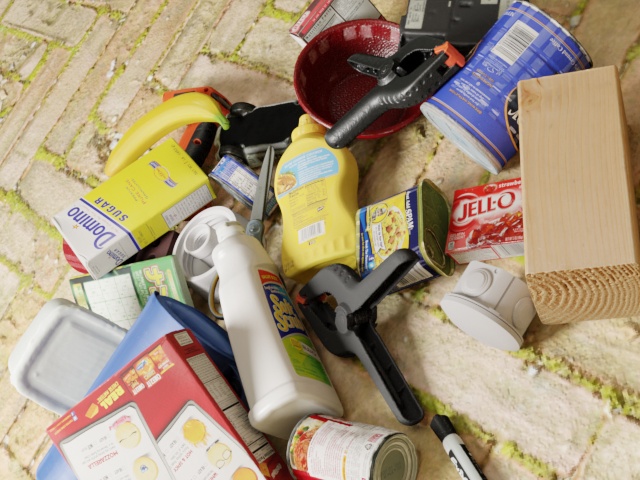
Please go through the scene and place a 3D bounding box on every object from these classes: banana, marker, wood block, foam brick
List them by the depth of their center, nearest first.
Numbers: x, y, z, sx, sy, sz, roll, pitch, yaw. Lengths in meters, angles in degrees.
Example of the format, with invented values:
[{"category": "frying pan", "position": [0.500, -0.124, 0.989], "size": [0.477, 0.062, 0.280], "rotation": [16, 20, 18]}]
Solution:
[{"category": "marker", "position": [0.126, 0.195, 0.921], "size": [0.020, 0.020, 0.121], "rotation": [-42, 42, 10]}, {"category": "wood block", "position": [0.227, -0.040, 0.933], "size": [0.091, 0.090, 0.206], "rotation": [-8, 55, 18]}, {"category": "foam brick", "position": [-0.188, 0.033, 1.289], "size": [0.053, 0.051, 0.078], "rotation": [-7, 58, 38]}, {"category": "banana", "position": [-0.198, -0.141, 1.346], "size": [0.198, 0.037, 0.069], "rotation": [-21, 50, 28]}]

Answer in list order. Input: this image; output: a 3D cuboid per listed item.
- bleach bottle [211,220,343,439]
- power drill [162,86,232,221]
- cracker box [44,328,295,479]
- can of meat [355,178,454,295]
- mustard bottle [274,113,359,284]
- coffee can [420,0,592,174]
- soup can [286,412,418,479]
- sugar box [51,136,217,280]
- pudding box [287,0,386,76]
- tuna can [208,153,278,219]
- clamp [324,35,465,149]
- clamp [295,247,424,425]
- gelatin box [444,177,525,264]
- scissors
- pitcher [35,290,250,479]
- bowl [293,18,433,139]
[{"category": "bleach bottle", "position": [-0.061, 0.078, 1.082], "size": [0.068, 0.102, 0.251], "rotation": [-37, 53, 17]}, {"category": "power drill", "position": [-0.197, -0.105, 1.392], "size": [0.185, 0.057, 0.187], "rotation": [0, 65, 37]}, {"category": "cracker box", "position": [-0.134, 0.216, 1.017], "size": [0.164, 0.072, 0.214], "rotation": [-39, 82, 15]}, {"category": "can of meat", "position": [0.083, 0.000, 1.070], "size": [0.084, 0.057, 0.102], "rotation": [-22, 49, 31]}, {"category": "mustard bottle", "position": [-0.003, -0.054, 1.157], "size": [0.096, 0.058, 0.191], "rotation": [-23, 60, 27]}, {"category": "coffee can", "position": [0.182, -0.150, 1.053], "size": [0.140, 0.102, 0.103], "rotation": [-49, 42, 3]}, {"category": "soup can", "position": [0.029, 0.198, 0.968], "size": [0.102, 0.068, 0.068], "rotation": [4, 65, 42]}, {"category": "sugar box", "position": [-0.222, -0.040, 1.269], "size": [0.176, 0.048, 0.093], "rotation": [-35, 54, -13]}, {"category": "pudding box", "position": [0.030, -0.240, 1.242], "size": [0.090, 0.113, 0.039], "rotation": [-50, 37, 0]}, {"category": "tuna can", "position": [-0.086, -0.063, 1.241], "size": [0.034, 0.086, 0.086], "rotation": [-52, 41, -4]}, {"category": "clamp", "position": [0.075, -0.169, 1.087], "size": [0.172, 0.039, 0.120], "rotation": [-23, 49, 38]}, {"category": "clamp", "position": [0.037, 0.065, 1.030], "size": [0.210, 0.036, 0.164], "rotation": [29, 122, 56]}, {"category": "gelatin box", "position": [0.167, -0.019, 1.028], "size": [0.089, 0.030, 0.073], "rotation": [-9, 56, 37]}, {"category": "scissors", "position": [-0.058, 0.001, 1.179], "size": [0.096, 0.016, 0.202], "rotation": [24, 84, 14]}, {"category": "pitcher", "position": [-0.184, 0.188, 1.126], "size": [0.243, 0.145, 0.149], "rotation": [-53, 11, 3]}, {"category": "bowl", "position": [0.052, -0.168, 1.187], "size": [0.162, 0.055, 0.162], "rotation": [-2, 60, 4]}]
